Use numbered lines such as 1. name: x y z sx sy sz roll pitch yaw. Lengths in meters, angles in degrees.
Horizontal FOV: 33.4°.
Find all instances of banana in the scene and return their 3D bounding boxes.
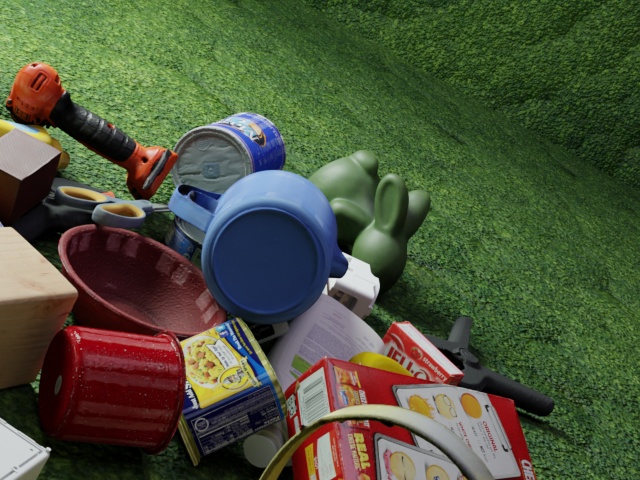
1. banana: 0.074 0.151 0.978 0.197 0.037 0.069 42 35 -41

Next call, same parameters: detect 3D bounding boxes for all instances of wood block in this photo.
1. wood block: -0.282 0.052 0.727 0.090 0.091 0.205 39 22 24

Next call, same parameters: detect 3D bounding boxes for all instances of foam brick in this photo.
1. foam brick: -0.280 -0.058 0.968 0.053 0.051 0.078 28 28 4

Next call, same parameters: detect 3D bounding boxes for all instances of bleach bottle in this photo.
1. bleach bottle: -0.018 0.129 0.955 0.102 0.068 0.250 37 22 5

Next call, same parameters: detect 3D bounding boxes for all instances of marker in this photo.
1. marker: -0.083 0.094 0.941 0.120 0.020 0.020 -20 48 -30

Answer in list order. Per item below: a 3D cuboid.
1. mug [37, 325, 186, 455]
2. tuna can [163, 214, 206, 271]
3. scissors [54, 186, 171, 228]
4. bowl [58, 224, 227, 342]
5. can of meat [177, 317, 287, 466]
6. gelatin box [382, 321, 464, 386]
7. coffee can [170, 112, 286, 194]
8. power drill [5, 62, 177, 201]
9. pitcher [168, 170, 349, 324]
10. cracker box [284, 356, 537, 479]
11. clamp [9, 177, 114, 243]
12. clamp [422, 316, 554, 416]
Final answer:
1. mug: -0.161 0.107 0.789 0.081 0.093 0.117 12 -4 -31
2. tuna can: -0.125 0.004 1.148 0.086 0.034 0.086 26 20 -11
3. scissors: -0.197 -0.038 1.059 0.096 0.016 0.201 20 9 2
4. bowl: -0.165 0.054 0.940 0.162 0.055 0.162 26 20 -11
5. can of meat: -0.082 0.115 0.844 0.084 0.057 0.102 -24 41 -11
6. gelatin box: 0.090 0.136 1.073 0.030 0.073 0.089 4 32 -51
7. coffee can: -0.111 -0.098 1.313 0.103 0.103 0.140 32 20 6
8. power drill: -0.253 -0.112 1.155 0.187 0.057 0.185 33 -12 -12
9. pitcher: -0.056 0.001 0.988 0.243 0.149 0.145 -98 170 -85
10. cracker box: 0.080 0.196 0.850 0.213 0.072 0.164 17 47 -34
11. clamp: -0.264 -0.026 1.022 0.171 0.039 0.120 0 41 -42
12. clamp: 0.156 0.137 1.216 0.209 0.036 0.165 11 28 -42
